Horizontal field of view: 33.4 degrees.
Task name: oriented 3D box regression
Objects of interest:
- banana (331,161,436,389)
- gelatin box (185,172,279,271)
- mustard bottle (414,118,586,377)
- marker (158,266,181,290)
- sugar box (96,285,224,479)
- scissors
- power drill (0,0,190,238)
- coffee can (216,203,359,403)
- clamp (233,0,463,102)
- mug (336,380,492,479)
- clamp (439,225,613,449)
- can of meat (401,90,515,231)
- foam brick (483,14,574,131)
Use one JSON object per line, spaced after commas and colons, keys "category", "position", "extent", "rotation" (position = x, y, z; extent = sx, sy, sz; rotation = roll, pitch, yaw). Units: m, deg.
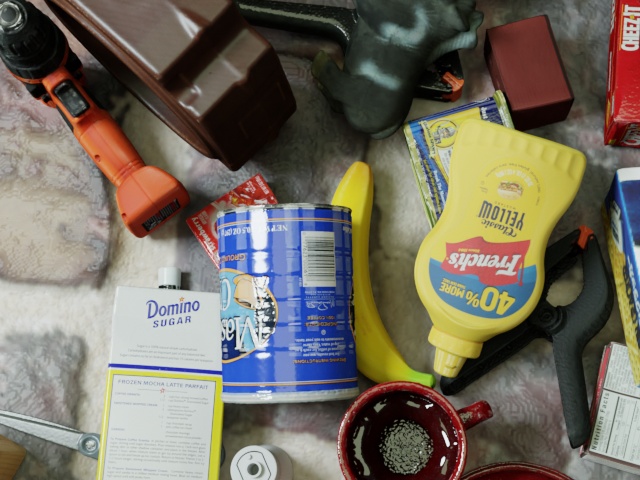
{"category": "banana", "position": [0.035, 0.035, 0.849], "extent": [0.070, 0.037, 0.198], "rotation": [-22, 69, 14]}
{"category": "gelatin box", "position": [-0.056, 0.001, 0.874], "extent": [0.073, 0.030, 0.089], "rotation": [-33, 75, -3]}
{"category": "mustard bottle", "position": [0.123, 0.011, 0.799], "extent": [0.096, 0.058, 0.192], "rotation": [18, 99, 3]}
{"category": "marker", "position": [-0.124, 0.082, 0.866], "extent": [0.020, 0.020, 0.121], "rotation": [-2, 76, 5]}
{"category": "sugar box", "position": [-0.119, 0.126, 0.820], "extent": [0.093, 0.048, 0.176], "rotation": [5, 71, -5]}
{"category": "scissors", "position": [-0.175, 0.182, 0.846], "extent": [0.202, 0.016, 0.096], "rotation": [0, 76, 6]}
{"category": "power drill", "position": [-0.182, -0.096, 0.843], "extent": [0.057, 0.184, 0.188], "rotation": [-36, 85, -4]}
{"category": "coffee can", "position": [-0.025, 0.048, 0.796], "extent": [0.103, 0.103, 0.140], "rotation": [-2, 85, 5]}
{"category": "clamp", "position": [0.047, -0.201, 0.912], "extent": [0.210, 0.036, 0.164], "rotation": [37, 83, 11]}
{"category": "mug", "position": [0.073, 0.149, 0.794], "extent": [0.117, 0.081, 0.093], "rotation": [-28, 75, 1]}
{"category": "clamp", "position": [0.182, 0.073, 0.819], "extent": [0.120, 0.039, 0.171], "rotation": [31, 82, 24]}
{"category": "can of meat", "position": [0.118, -0.059, 0.859], "extent": [0.084, 0.057, 0.102], "rotation": [-16, 75, 3]}
{"category": "foam brick", "position": [0.169, -0.135, 0.876], "extent": [0.051, 0.053, 0.078], "rotation": [-15, 74, 1]}
